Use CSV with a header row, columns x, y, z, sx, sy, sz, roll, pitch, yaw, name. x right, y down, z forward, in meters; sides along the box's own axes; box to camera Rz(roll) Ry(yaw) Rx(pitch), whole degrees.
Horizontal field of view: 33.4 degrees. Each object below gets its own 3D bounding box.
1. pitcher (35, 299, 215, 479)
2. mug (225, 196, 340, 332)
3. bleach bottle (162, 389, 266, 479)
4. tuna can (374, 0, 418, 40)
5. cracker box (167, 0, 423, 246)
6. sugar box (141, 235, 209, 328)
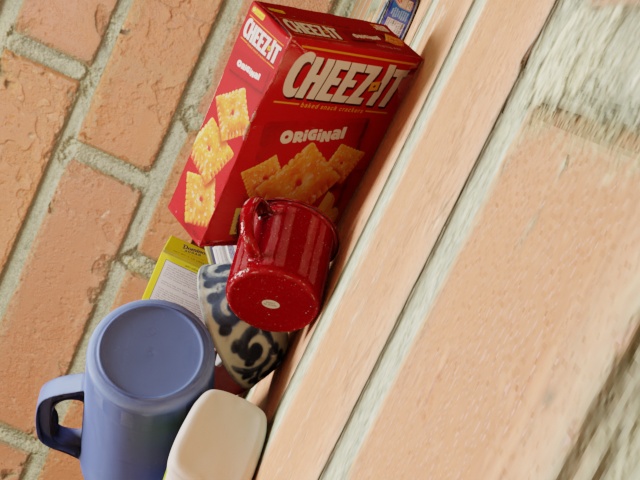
x,y,z,sx,sy,sz,roll,pitch,yaw,name
-0.169,0.154,0.985,0.149,0.145,0.243,-34,-21,-27,pitcher
-0.038,0.016,0.906,0.081,0.093,0.117,-78,-28,-44,mug
-0.119,0.240,0.928,0.102,0.068,0.251,-68,3,-49,bleach bottle
0.082,-0.250,1.246,0.086,0.033,0.086,-157,91,-84,tuna can
-0.023,-0.096,0.965,0.072,0.163,0.214,48,124,35,cracker box
-0.161,0.089,1.205,0.048,0.093,0.176,-73,9,-59,sugar box
